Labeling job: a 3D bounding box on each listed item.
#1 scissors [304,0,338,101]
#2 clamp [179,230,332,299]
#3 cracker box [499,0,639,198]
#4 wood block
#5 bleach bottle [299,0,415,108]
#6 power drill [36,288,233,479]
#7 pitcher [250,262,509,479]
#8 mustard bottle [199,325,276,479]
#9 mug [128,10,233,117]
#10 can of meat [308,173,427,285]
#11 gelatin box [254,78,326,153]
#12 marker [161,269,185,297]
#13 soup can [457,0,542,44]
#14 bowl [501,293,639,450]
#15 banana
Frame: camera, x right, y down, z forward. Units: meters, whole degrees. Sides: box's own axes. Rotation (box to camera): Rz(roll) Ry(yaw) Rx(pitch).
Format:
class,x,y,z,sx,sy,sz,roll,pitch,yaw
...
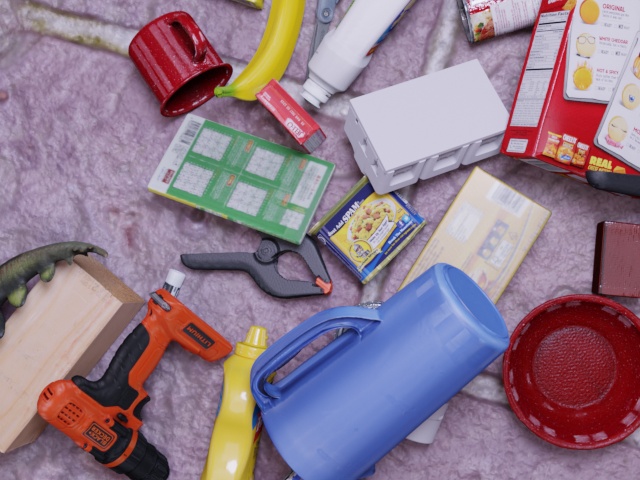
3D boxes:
class,x,y,z,sx,sy,sz,roll,pitch,yaw
scissors,0.023,-0.258,1.173,0.096,0.016,0.202,-8,106,-18
clamp,-0.058,0.001,1.171,0.171,0.039,0.120,22,94,6
cracker box,0.288,-0.165,1.087,0.164,0.072,0.214,15,90,-26
wood block,-0.299,0.119,1.169,0.090,0.090,0.206,39,94,6
bleach bottle,0.063,-0.251,1.140,0.068,0.102,0.251,37,99,-2
power drill,-0.183,0.160,1.146,0.187,0.057,0.184,-50,127,-8
pitcher,0.058,0.128,1.060,0.243,0.149,0.145,-42,68,19
mustard bottle,-0.085,0.186,1.142,0.058,0.096,0.191,11,90,6
mug,-0.152,-0.198,1.149,0.093,0.117,0.081,-30,80,-26
can of meat,0.053,-0.015,1.150,0.102,0.057,0.084,-45,87,3
gelatin box,-0.031,-0.132,1.143,0.030,0.089,0.073,-43,85,4
marker,-0.183,0.090,1.193,0.020,0.020,0.121,24,92,6
soup can,0.200,-0.255,1.131,0.102,0.068,0.068,-15,88,5
bowl,0.271,0.136,1.123,0.162,0.055,0.162,0,89,6
banana,-0.051,-0.228,1.160,0.037,0.069,0.198,16,78,29
